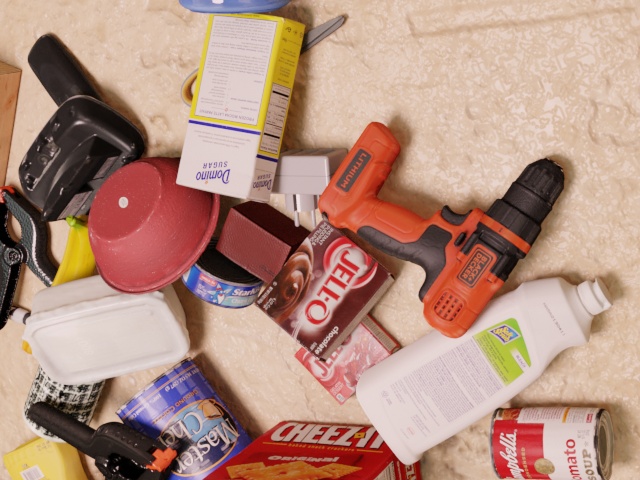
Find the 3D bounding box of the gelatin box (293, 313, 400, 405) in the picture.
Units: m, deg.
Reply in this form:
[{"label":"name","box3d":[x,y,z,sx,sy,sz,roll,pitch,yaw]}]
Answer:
[{"label":"gelatin box","box3d":[0.026,0.114,1.093,0.073,0.030,0.089,46,119,9]}]

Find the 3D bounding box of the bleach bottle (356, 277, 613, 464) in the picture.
[{"label":"bleach bottle","box3d":[0.160,0.113,1.000,0.251,0.068,0.102,-32,100,23]}]

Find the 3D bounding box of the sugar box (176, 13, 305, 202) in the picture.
[{"label":"sugar box","box3d":[-0.078,-0.131,1.035,0.093,0.048,0.176,14,96,33]}]

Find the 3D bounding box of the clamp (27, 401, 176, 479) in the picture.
[{"label":"clamp","box3d":[-0.221,0.246,1.157,0.210,0.036,0.164,-5,120,44]}]

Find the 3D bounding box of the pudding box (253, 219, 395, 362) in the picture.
[{"label":"pudding box","box3d":[0.004,0.050,1.053,0.090,0.039,0.113,39,91,20]}]

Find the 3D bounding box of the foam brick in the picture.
[{"label":"foam brick","box3d":[-0.057,0.001,1.093,0.078,0.051,0.053,33,117,16]}]

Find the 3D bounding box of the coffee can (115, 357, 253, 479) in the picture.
[{"label":"coffee can","box3d":[-0.141,0.214,1.165,0.103,0.102,0.140,-41,84,30]}]

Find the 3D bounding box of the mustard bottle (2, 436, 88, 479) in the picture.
[{"label":"mustard bottle","box3d":[-0.310,0.330,1.310,0.096,0.058,0.191,-26,91,28]}]

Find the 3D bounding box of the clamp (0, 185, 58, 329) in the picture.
[{"label":"clamp","box3d":[-0.341,0.020,1.251,0.120,0.039,0.171,-4,100,8]}]

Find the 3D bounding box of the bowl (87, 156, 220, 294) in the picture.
[{"label":"bowl","box3d":[-0.184,-0.028,1.096,0.162,0.055,0.162,-16,56,25]}]

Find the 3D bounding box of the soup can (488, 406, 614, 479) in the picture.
[{"label":"soup can","box3d":[0.216,0.190,0.996,0.102,0.068,0.068,-4,102,27]}]

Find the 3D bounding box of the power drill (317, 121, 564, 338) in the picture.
[{"label":"power drill","box3d":[0.106,-0.031,0.979,0.188,0.057,0.184,36,92,21]}]

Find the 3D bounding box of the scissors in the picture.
[{"label":"scissors","box3d":[-0.054,-0.153,1.067,0.202,0.016,0.096,-10,96,30]}]

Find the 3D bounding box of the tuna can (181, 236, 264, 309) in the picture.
[{"label":"tuna can","box3d":[-0.100,0.034,1.104,0.086,0.086,0.034,31,117,16]}]

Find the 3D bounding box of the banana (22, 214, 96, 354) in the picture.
[{"label":"banana","box3d":[-0.285,0.041,1.192,0.037,0.069,0.198,39,122,25]}]

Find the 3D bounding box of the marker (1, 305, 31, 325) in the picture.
[{"label":"marker","box3d":[-0.384,0.085,1.302,0.121,0.020,0.020,18,111,22]}]

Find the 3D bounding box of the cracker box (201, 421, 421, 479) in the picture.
[{"label":"cracker box","box3d":[-0.016,0.246,1.046,0.164,0.213,0.072,-1,102,27]}]
